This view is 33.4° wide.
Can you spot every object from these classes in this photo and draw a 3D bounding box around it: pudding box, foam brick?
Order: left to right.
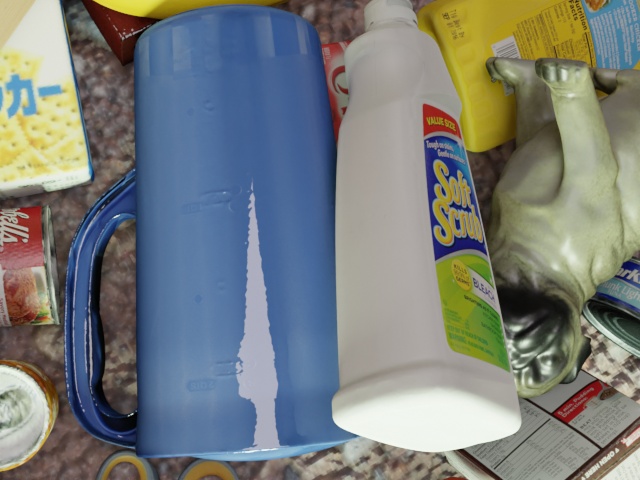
[{"bbox_3d":[-0.098,-0.149,0.637,0.078,0.053,0.051,-29,90,-12],"label":"foam brick"},{"bbox_3d":[0.131,0.116,0.622,0.090,0.114,0.039,-37,116,-12],"label":"pudding box"}]

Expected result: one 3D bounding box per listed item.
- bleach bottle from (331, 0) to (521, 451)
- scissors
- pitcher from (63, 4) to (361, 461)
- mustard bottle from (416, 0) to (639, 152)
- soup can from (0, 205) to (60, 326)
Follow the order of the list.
[{"bbox_3d":[0.044,-0.023,0.557,0.102,0.068,0.251,28,50,-49],"label":"bleach bottle"},{"bbox_3d":[-0.075,0.214,0.622,0.096,0.016,0.202,-17,92,-16],"label":"scissors"},{"bbox_3d":[-0.054,0.001,0.598,0.149,0.145,0.243,1,79,-35],"label":"pitcher"},{"bbox_3d":[0.159,-0.134,0.679,0.191,0.058,0.096,-24,108,-13],"label":"mustard bottle"},{"bbox_3d":[-0.199,0.018,0.593,0.102,0.068,0.068,-5,85,-11],"label":"soup can"}]
